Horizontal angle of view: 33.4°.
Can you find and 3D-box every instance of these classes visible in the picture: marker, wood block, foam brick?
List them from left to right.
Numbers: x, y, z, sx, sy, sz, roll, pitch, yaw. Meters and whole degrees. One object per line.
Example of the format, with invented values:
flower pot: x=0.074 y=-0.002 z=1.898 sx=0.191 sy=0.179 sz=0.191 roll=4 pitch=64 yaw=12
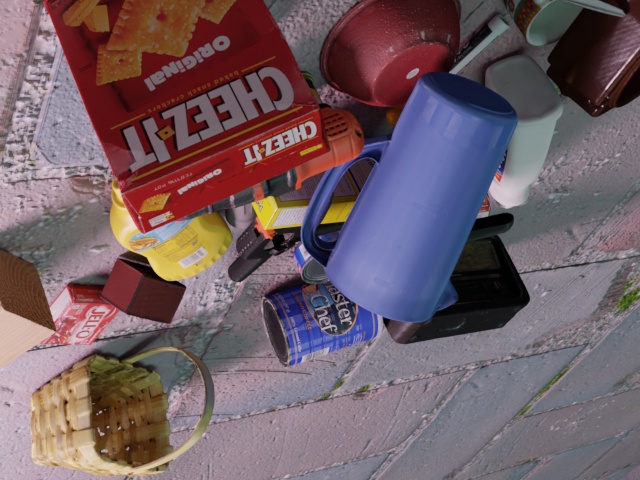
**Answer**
wood block: x=-0.399 y=0.102 z=1.139 sx=0.206 sy=0.090 sz=0.090 roll=-32 pitch=151 yaw=12
foam brick: x=-0.206 y=0.060 z=1.248 sx=0.078 sy=0.053 sz=0.051 roll=21 pitch=95 yaw=-55
marker: x=0.156 y=-0.200 z=1.170 sx=0.121 sy=0.020 sz=0.020 roll=-42 pitch=148 yaw=26

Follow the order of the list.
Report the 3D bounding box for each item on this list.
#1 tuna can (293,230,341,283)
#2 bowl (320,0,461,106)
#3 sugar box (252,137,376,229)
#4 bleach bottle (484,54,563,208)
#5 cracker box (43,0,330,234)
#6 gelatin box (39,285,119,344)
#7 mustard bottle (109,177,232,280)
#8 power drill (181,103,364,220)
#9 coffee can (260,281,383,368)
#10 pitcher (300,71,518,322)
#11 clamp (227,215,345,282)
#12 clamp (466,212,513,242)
tuna can: x=0.008 y=0.018 z=1.394 sx=0.086 sy=0.034 sz=0.086 roll=-20 pitch=151 yaw=-12
bowl: x=0.083 y=-0.188 z=1.093 sx=0.162 sy=0.055 sz=0.162 roll=-20 pitch=151 yaw=-12
sugar box: x=0.002 y=-0.065 z=1.189 sx=0.175 sy=0.093 sz=0.048 roll=-4 pitch=145 yaw=-35
bleach bottle: x=0.237 y=-0.110 z=1.299 sx=0.068 sy=0.102 sz=0.251 roll=-20 pitch=150 yaw=-5
cracker box: x=-0.110 y=-0.135 z=0.851 sx=0.164 sy=0.214 sz=0.072 roll=-25 pitch=152 yaw=-4
gelatin box: x=-0.287 y=0.090 z=1.273 sx=0.073 sy=0.030 sz=0.089 roll=7 pitch=138 yaw=-46
mustard bottle: x=-0.172 y=-0.022 z=1.152 sx=0.096 sy=0.058 sz=0.191 roll=-31 pitch=152 yaw=5
power drill: x=-0.078 y=-0.115 z=0.942 sx=0.184 sy=0.188 sz=0.057 roll=-21 pitch=153 yaw=-13
coffee can: x=0.001 y=0.105 z=1.461 sx=0.140 sy=0.103 sz=0.103 roll=-17 pitch=150 yaw=-17
pitcher: x=0.096 y=-0.050 z=1.103 sx=0.148 sy=0.145 sz=0.243 roll=-4 pitch=126 yaw=-45
clamp: x=-0.058 y=0.002 z=1.262 sx=0.164 sy=0.036 sz=0.210 roll=-30 pitch=171 yaw=8
clamp: x=0.132 y=-0.005 z=1.213 sx=0.120 sy=0.039 sz=0.172 roll=33 pitch=120 yaw=-10
